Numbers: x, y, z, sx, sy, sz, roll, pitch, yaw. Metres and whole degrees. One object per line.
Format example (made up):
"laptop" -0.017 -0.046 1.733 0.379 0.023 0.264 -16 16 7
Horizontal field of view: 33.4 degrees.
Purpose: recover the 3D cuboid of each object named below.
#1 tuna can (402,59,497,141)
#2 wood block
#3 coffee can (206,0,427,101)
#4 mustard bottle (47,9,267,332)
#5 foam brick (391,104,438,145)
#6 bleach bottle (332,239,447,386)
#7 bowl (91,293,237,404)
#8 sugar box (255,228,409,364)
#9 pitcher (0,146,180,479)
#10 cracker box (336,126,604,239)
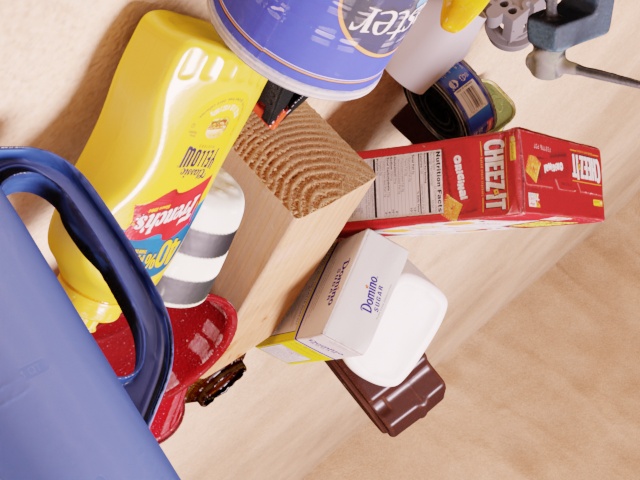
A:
"tuna can" 0.109 -0.119 0.911 0.033 0.086 0.086 -38 165 -13
"wood block" -0.055 0.001 0.806 0.090 0.091 0.206 -30 161 -42
"coffee can" 0.017 -0.154 0.526 0.102 0.103 0.140 -27 159 -47
"mustard bottle" -0.099 -0.028 0.588 0.192 0.058 0.096 -61 161 15
"foam brick" 0.114 -0.099 1.000 0.053 0.078 0.051 -45 164 8
"bleach bottle" 0.033 0.043 1.003 0.102 0.068 0.251 -57 -160 4
"bowl" -0.141 0.069 0.755 0.162 0.055 0.162 -25 153 -14
"sugar box" 0.006 0.051 0.878 0.093 0.048 0.176 -66 -163 -16
"pitcher" -0.141 0.071 0.464 0.149 0.243 0.145 -39 170 8
"cracker box" 0.101 -0.042 0.876 0.214 0.072 0.163 -5 177 35
